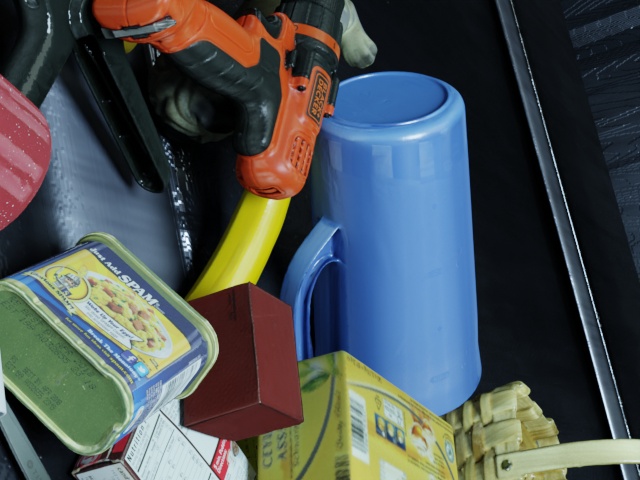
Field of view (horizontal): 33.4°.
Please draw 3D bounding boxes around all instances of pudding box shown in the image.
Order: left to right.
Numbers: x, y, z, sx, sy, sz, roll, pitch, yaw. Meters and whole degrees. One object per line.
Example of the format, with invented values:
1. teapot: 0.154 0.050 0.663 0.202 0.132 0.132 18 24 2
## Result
1. pudding box: -0.086 0.134 0.615 0.113 0.039 0.090 58 28 -26

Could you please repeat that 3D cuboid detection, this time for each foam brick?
1. foam brick: -0.047 0.072 0.628 0.051 0.053 0.078 37 40 -53

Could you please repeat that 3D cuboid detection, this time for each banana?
1. banana: -0.059 0.014 0.703 0.070 0.037 0.197 103 13 -53

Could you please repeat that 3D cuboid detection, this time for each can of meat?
1. can of meat: -0.116 0.051 0.547 0.102 0.058 0.083 41 26 8

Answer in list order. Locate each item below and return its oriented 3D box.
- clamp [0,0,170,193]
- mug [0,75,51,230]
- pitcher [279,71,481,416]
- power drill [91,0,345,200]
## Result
1. clamp: -0.134 -0.120 0.609 0.164 0.036 0.210 6 89 -62
2. mug: -0.184 -0.056 0.490 0.117 0.093 0.081 44 -2 38
3. pitcher: 0.045 0.009 0.784 0.149 0.145 0.243 -78 165 -57
4. power drill: -0.047 -0.141 0.653 0.187 0.057 0.184 39 55 -50
